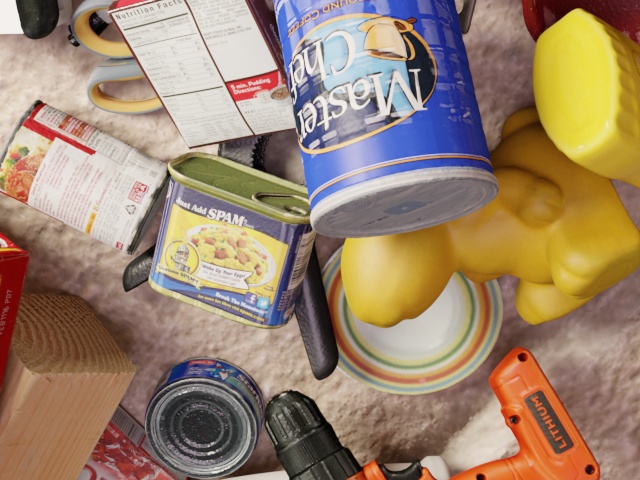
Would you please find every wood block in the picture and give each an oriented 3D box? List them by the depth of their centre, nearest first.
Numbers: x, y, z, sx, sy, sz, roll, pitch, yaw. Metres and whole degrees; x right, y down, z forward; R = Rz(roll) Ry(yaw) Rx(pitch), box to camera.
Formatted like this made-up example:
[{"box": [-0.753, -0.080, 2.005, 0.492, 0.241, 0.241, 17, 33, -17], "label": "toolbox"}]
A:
[{"box": [-0.228, 0.145, 0.756, 0.090, 0.090, 0.206, 44, 113, 35], "label": "wood block"}]

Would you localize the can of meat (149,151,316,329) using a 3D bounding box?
[{"box": [-0.054, 0.001, 0.683, 0.102, 0.057, 0.084, 20, 112, 11], "label": "can of meat"}]

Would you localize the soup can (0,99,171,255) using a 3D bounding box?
[{"box": [-0.157, -0.041, 0.714, 0.102, 0.068, 0.068, 26, 109, -5], "label": "soup can"}]

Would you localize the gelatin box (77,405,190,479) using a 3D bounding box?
[{"box": [-0.154, 0.176, 0.809, 0.073, 0.030, 0.089, -42, 101, 17], "label": "gelatin box"}]

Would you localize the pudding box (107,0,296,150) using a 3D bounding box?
[{"box": [-0.062, -0.113, 0.649, 0.090, 0.039, 0.113, -7, 131, 24], "label": "pudding box"}]

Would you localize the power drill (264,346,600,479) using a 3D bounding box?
[{"box": [0.075, 0.149, 0.717, 0.187, 0.057, 0.184, -30, 79, -2], "label": "power drill"}]

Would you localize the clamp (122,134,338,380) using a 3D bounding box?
[{"box": [-0.027, -0.016, 0.722, 0.164, 0.036, 0.210, 30, 107, 6], "label": "clamp"}]

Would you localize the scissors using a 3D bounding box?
[{"box": [-0.071, -0.133, 0.673, 0.202, 0.016, 0.096, -16, 130, 22], "label": "scissors"}]

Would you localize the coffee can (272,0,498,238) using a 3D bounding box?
[{"box": [0.034, -0.082, 0.590, 0.103, 0.102, 0.140, -12, 76, 9], "label": "coffee can"}]

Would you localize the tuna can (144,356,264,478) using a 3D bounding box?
[{"box": [-0.085, 0.131, 0.786, 0.086, 0.033, 0.086, 2, 109, 4], "label": "tuna can"}]
